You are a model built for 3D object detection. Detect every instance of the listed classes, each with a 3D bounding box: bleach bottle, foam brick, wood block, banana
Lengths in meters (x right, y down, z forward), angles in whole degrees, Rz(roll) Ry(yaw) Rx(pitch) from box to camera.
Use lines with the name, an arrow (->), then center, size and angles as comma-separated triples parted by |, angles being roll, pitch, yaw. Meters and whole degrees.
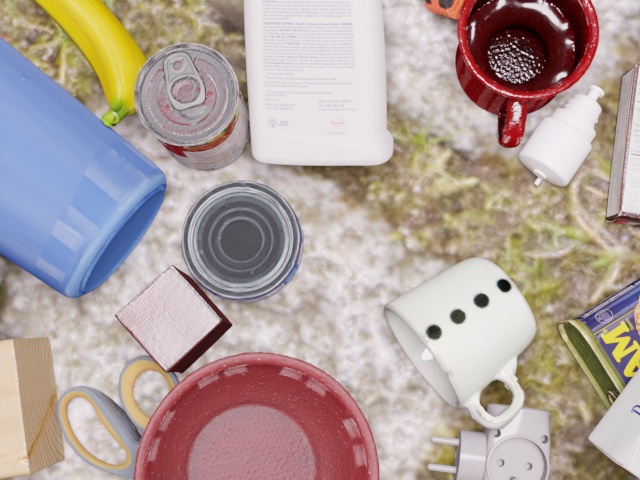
bleach bottle -> 0.000, -0.178, 0.712 | 0.102, 0.068, 0.251 | 1, 106, 3
foam brick -> -0.098, 0.055, 0.729 | 0.053, 0.078, 0.051 | -43, 84, -5
wood block -> -0.290, 0.125, 0.721 | 0.206, 0.091, 0.090 | -9, 85, 0
banana -> -0.172, -0.156, 0.759 | 0.037, 0.069, 0.198 | -44, 70, 15

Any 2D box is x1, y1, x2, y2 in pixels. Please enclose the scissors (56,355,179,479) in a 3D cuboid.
scissors -> -0.096, 0.163, 0.748 | 0.202, 0.016, 0.096 | 41, 85, 3

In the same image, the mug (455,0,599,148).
mug -> 0.136, -0.121, 0.738 | 0.093, 0.081, 0.117 | 4, 84, 2

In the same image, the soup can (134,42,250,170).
soup can -> -0.084, -0.088, 0.731 | 0.068, 0.102, 0.068 | 0, 84, 2

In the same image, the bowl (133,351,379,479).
bowl -> -0.044, 0.157, 0.720 | 0.162, 0.055, 0.162 | 1, 83, -8

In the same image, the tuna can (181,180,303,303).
tuna can -> -0.055, 0.001, 0.755 | 0.086, 0.034, 0.086 | 0, 84, 2

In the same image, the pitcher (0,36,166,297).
pitcher -> -0.234, -0.065, 0.717 | 0.243, 0.145, 0.149 | 36, 83, 2
